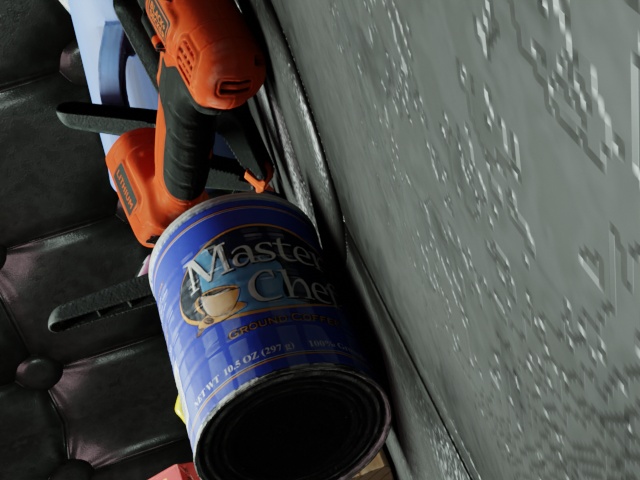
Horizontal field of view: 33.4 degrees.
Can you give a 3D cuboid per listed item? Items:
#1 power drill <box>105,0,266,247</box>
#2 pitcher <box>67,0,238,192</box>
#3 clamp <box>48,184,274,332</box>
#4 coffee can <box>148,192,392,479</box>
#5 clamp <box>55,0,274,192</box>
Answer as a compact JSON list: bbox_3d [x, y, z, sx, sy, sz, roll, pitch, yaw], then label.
[{"bbox_3d":[-0.099,-0.103,0.689,0.188,0.057,0.184,106,146,-44],"label":"power drill"},{"bbox_3d":[-0.143,-0.157,0.888,0.149,0.144,0.243,37,146,49],"label":"pitcher"},{"bbox_3d":[-0.111,0.034,0.876,0.164,0.210,0.036,26,161,11],"label":"clamp"},{"bbox_3d":[-0.031,0.055,0.578,0.140,0.102,0.103,-114,7,-47],"label":"coffee can"},{"bbox_3d":[-0.105,-0.100,0.783,0.120,0.171,0.039,-62,2,39],"label":"clamp"}]
